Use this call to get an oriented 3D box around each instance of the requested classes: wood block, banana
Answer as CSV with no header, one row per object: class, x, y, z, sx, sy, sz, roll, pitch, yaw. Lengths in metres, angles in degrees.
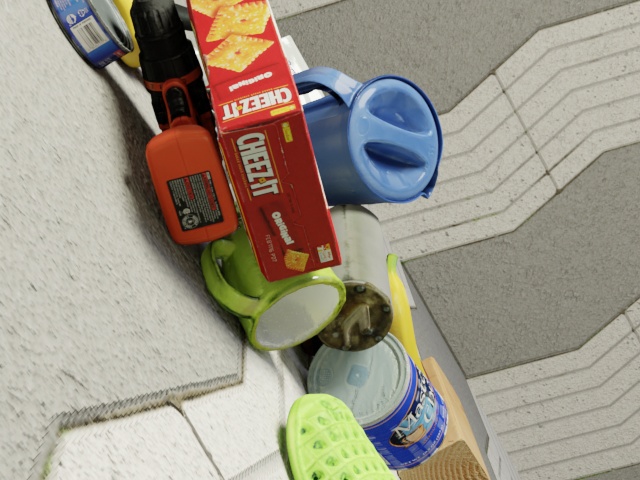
wood block,0.141,0.247,1.354,0.090,0.091,0.206,58,8,-21
banana,0.092,0.113,1.156,0.069,0.037,0.198,-50,137,-46

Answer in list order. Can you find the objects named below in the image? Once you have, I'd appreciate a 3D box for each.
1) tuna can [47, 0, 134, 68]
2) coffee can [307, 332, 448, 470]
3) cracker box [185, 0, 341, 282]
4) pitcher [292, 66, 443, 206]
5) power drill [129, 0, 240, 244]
tuna can,-0.195,-0.189,0.899,0.086,0.034,0.086,59,7,-13
coffee can,0.060,0.159,1.061,0.140,0.103,0.103,52,12,-53
cracker box,-0.049,-0.098,0.875,0.214,0.072,0.164,-106,180,-46
pitcher,0.002,-0.104,1.178,0.144,0.243,0.149,-9,92,-39
power drill,-0.115,-0.099,0.888,0.187,0.057,0.184,-104,179,-55
